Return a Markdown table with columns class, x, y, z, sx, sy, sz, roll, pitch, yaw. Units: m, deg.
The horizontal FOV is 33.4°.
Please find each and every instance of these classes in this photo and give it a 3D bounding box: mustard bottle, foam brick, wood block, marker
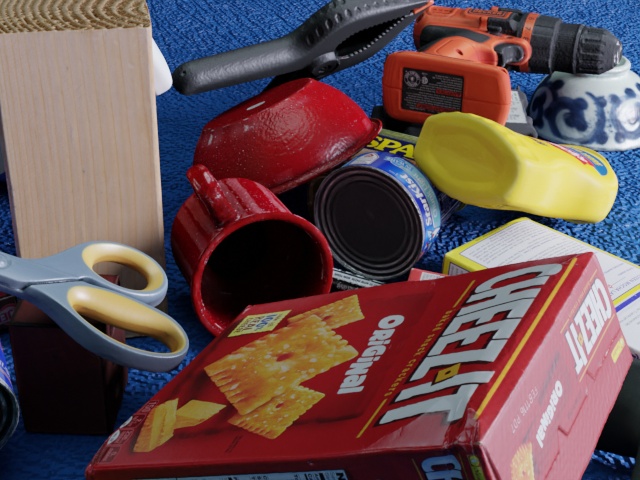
| class | x | y | z | sx | sy | sz | roll | pitch | yaw |
| --- | --- | --- | --- | --- | --- | --- | --- | --- | --- |
| mustard bottle | 0.162 | -0.047 | 0.782 | 0.191 | 0.058 | 0.096 | 8 | 16 | -45 |
| foam brick | -0.141 | 0.064 | 0.604 | 0.051 | 0.078 | 0.053 | 2 | 32 | 0 |
| wood block | -0.148 | -0.047 | 0.665 | 0.090 | 0.206 | 0.090 | -6 | 31 | -12 |
| marker | 0.030 | 0.034 | 0.718 | 0.121 | 0.020 | 0.020 | 15 | 33 | 24 |

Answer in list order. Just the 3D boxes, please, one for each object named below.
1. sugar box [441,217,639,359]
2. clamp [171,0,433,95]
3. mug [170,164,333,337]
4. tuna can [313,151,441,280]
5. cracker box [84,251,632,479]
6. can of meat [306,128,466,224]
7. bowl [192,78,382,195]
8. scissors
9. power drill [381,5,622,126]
| class | x | y | z | sx | sy | sz | roll | pitch | yaw |
| --- | --- | --- | --- | --- | --- | --- | --- | --- | --- |
| sugar box | 0.172 | 0.045 | 0.678 | 0.093 | 0.048 | 0.176 | -23 | 41 | -39 |
| clamp | -0.011 | -0.151 | 0.853 | 0.210 | 0.036 | 0.164 | -29 | -14 | 17 |
| mug | -0.054 | 0.001 | 0.685 | 0.093 | 0.117 | 0.082 | -34 | 32 | -5 |
| tuna can | 0.040 | -0.018 | 0.742 | 0.086 | 0.086 | 0.033 | 18 | 32 | 26 |
| cracker box | 0.018 | 0.081 | 0.507 | 0.214 | 0.072 | 0.164 | -12 | 19 | 34 |
| can of meat | 0.051 | -0.038 | 0.807 | 0.102 | 0.057 | 0.083 | 17 | 36 | 25 |
| bowl | -0.037 | -0.080 | 0.812 | 0.162 | 0.055 | 0.162 | -23 | 16 | 7 |
| scissors | -0.157 | 0.008 | 0.554 | 0.201 | 0.016 | 0.096 | 29 | 28 | -13 |
| power drill | 0.144 | -0.146 | 0.885 | 0.185 | 0.057 | 0.187 | 10 | 28 | 22 |
